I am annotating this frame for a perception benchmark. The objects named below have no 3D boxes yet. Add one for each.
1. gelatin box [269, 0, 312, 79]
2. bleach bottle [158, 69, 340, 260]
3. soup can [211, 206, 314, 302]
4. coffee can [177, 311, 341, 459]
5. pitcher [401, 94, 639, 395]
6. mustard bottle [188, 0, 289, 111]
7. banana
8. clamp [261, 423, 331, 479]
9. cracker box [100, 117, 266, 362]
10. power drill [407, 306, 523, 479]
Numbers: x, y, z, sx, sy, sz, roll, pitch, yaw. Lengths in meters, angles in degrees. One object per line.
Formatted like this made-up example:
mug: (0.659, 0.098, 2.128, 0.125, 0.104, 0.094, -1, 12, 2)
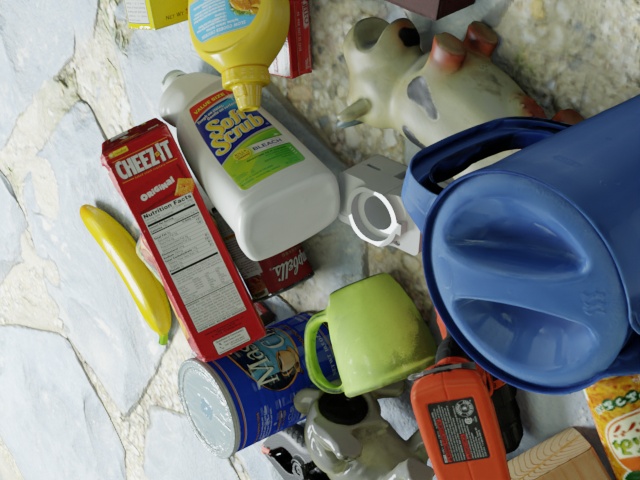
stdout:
gelatin box: (-0.048, -0.190, 0.958, 0.089, 0.030, 0.073, 19, 124, 38)
bleach bottle: (-0.087, -0.087, 0.979, 0.251, 0.102, 0.068, 45, 154, 41)
soup can: (-0.057, 0.001, 1.050, 0.069, 0.068, 0.102, -19, 97, 50)
coffee can: (-0.057, 0.142, 1.063, 0.103, 0.140, 0.103, 32, 132, 43)
pitcher: (0.175, -0.024, 0.654, 0.145, 0.242, 0.149, -16, 100, 49)
mustard bottle: (-0.071, -0.204, 0.903, 0.096, 0.058, 0.191, -11, 83, 35)
banana: (-0.229, 0.037, 1.274, 0.070, 0.037, 0.198, -29, 90, 49)
clamp: (-0.009, 0.232, 1.143, 0.172, 0.039, 0.120, 21, 118, 48)
cracker box: (-0.135, -0.004, 1.012, 0.213, 0.072, 0.164, 65, 173, -12)
power drill: (0.122, 0.126, 0.853, 0.057, 0.187, 0.184, -16, 106, 15)
